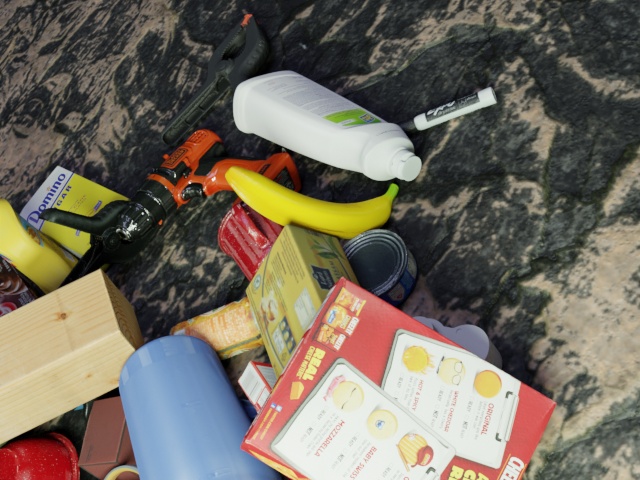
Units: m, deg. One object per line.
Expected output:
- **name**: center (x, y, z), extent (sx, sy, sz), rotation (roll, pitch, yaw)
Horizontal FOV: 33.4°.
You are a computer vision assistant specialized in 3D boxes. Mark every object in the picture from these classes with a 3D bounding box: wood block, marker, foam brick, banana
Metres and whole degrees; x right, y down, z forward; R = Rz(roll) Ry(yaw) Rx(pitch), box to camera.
- **wood block**: center (-0.295, 0.127, 1.116), extent (0.206, 0.090, 0.091), rotation (-26, 54, 0)
- **marker**: center (0.137, -0.141, 1.194), extent (0.121, 0.020, 0.020), rotation (-19, 49, 20)
- **foam brick**: center (-0.214, 0.212, 1.133), extent (0.053, 0.051, 0.078), rotation (-11, 52, 27)
- **banana**: center (-0.005, -0.036, 1.128), extent (0.037, 0.197, 0.069), rotation (121, 147, -45)

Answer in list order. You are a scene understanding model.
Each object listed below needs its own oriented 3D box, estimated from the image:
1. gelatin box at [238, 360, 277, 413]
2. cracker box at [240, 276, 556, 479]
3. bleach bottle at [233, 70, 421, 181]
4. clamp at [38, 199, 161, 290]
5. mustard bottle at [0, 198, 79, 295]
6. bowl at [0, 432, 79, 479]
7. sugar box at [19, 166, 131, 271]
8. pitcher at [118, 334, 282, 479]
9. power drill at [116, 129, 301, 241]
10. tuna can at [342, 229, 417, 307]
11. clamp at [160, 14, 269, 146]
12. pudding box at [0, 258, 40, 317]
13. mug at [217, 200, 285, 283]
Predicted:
- **gelatin box**: center (-0.029, 0.159, 1.036), extent (0.030, 0.073, 0.089), rotation (-59, 43, 18)
- **cracker box**: center (0.064, 0.157, 0.904), extent (0.213, 0.072, 0.164), rotation (31, 73, 1)
- **bleach bottle**: center (0.012, -0.123, 1.215), extent (0.102, 0.068, 0.251), rotation (-22, 37, -33)
- **clamp**: center (-0.265, -0.010, 1.276), extent (0.039, 0.120, 0.171), rotation (20, 40, 32)
- **mustard bottle**: center (-0.364, 0.002, 1.288), extent (0.058, 0.191, 0.096), rotation (-44, 45, -4)
- **bowl**: center (-0.330, 0.274, 1.136), extent (0.162, 0.055, 0.162), rotation (-26, 47, 31)
- **sugar box**: center (-0.313, -0.032, 1.384), extent (0.176, 0.048, 0.093), rotation (23, 72, 40)
- **pitcher**: center (-0.107, 0.203, 1.030), extent (0.145, 0.149, 0.243), rotation (-47, 40, 14)
- **power drill**: center (-0.131, -0.057, 1.258), extent (0.188, 0.057, 0.184), rotation (13, 53, 36)
- **tuna can**: center (0.056, 0.033, 1.105), extent (0.086, 0.033, 0.086), rotation (-17, 50, 21)
- **clamp**: center (-0.111, -0.214, 1.393), extent (0.165, 0.036, 0.210), rotation (-2, 54, 42)
- **pudding box**: center (-0.404, 0.087, 1.357), extent (0.090, 0.039, 0.114), rotation (-44, 44, -4)
- **mug**: center (-0.058, 0.001, 1.148), extent (0.093, 0.117, 0.082), rotation (-38, 50, 0)
